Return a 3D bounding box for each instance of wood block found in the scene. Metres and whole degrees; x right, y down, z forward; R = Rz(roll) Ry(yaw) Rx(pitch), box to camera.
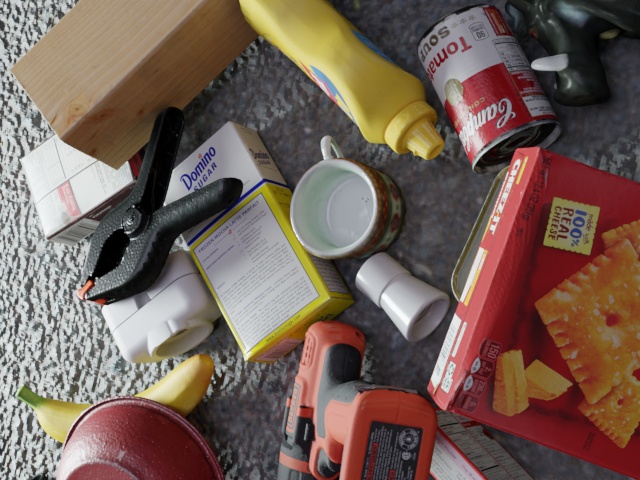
[{"bbox_3d":[-0.136,-0.167,0.871,0.206,0.090,0.091,-43,67,7],"label":"wood block"}]

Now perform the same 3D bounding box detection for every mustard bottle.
[{"bbox_3d":[0.023,-0.127,0.795,0.058,0.096,0.192,-45,66,3],"label":"mustard bottle"}]

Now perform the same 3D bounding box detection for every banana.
[{"bbox_3d":[-0.166,0.141,0.897,0.198,0.069,0.037,-13,35,22],"label":"banana"}]

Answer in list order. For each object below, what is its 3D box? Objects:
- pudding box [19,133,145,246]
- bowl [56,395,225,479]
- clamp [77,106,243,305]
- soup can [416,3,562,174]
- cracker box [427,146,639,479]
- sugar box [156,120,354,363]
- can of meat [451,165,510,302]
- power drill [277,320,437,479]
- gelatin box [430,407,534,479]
[{"bbox_3d":[-0.207,-0.060,0.952,0.114,0.039,0.090,-30,69,21],"label":"pudding box"},{"bbox_3d":[-0.157,0.210,0.860,0.162,0.055,0.162,5,103,22],"label":"bowl"},{"bbox_3d":[-0.130,-0.012,0.847,0.120,0.039,0.171,39,103,47],"label":"clamp"},{"bbox_3d":[0.118,-0.107,0.756,0.069,0.068,0.102,-31,71,23],"label":"soup can"},{"bbox_3d":[0.193,0.056,0.637,0.213,0.072,0.164,20,93,-2],"label":"cracker box"},{"bbox_3d":[-0.055,0.001,0.857,0.093,0.048,0.176,-38,65,21],"label":"sugar box"},{"bbox_3d":[0.143,0.005,0.721,0.058,0.083,0.102,27,98,29],"label":"can of meat"},{"bbox_3d":[0.014,0.155,0.737,0.188,0.057,0.184,-170,88,-73],"label":"power drill"},{"bbox_3d":[0.103,0.155,0.734,0.089,0.073,0.030,45,107,25],"label":"gelatin box"}]
